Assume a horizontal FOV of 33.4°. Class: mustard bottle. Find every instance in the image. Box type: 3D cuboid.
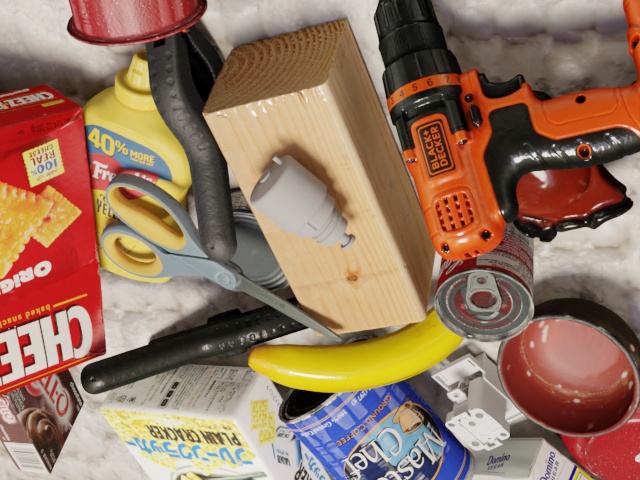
[{"bbox_3d":[-0.138,-0.059,0.799,0.096,0.058,0.192,25,132,11],"label":"mustard bottle"}]

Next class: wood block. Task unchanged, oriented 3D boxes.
[{"bbox_3d":[0.006,-0.039,0.760,0.091,0.090,0.206,-10,126,21],"label":"wood block"}]

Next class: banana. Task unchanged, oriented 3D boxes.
[{"bbox_3d":[0.045,0.079,0.827,0.197,0.069,0.037,-24,169,-5],"label":"banana"}]

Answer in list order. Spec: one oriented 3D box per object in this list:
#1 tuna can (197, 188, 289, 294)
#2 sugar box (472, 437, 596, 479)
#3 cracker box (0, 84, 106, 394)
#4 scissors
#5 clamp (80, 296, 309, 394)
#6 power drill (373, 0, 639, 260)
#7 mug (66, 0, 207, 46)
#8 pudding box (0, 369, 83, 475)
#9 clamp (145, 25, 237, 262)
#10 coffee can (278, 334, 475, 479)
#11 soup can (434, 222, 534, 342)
[{"bbox_3d":[-0.056,0.001,0.847,0.086,0.033,0.086,7,131,8],"label":"tuna can"},{"bbox_3d":[0.221,0.239,0.954,0.176,0.048,0.093,36,156,-19],"label":"sugar box"},{"bbox_3d":[-0.248,0.010,0.777,0.072,0.163,0.214,30,130,44],"label":"cracker box"},{"bbox_3d":[-0.084,0.029,0.793,0.201,0.016,0.096,42,133,-10],"label":"scissors"},{"bbox_3d":[-0.079,0.078,0.885,0.210,0.164,0.036,-18,90,4],"label":"clamp"},{"bbox_3d":[0.132,-0.097,0.652,0.188,0.184,0.057,-19,167,20],"label":"power drill"},{"bbox_3d":[-0.112,-0.182,0.676,0.117,0.093,0.081,-17,125,-12],"label":"mug"},{"bbox_3d":[-0.267,0.147,0.988,0.039,0.090,0.113,1,131,15],"label":"pudding box"},{"bbox_3d":[-0.074,-0.081,0.754,0.039,0.120,0.171,-11,105,18],"label":"clamp"},{"bbox_3d":[0.048,0.165,0.899,0.103,0.102,0.140,-33,104,34],"label":"coffee can"},{"bbox_3d":[0.121,0.014,0.767,0.068,0.102,0.068,7,131,8],"label":"soup can"}]
